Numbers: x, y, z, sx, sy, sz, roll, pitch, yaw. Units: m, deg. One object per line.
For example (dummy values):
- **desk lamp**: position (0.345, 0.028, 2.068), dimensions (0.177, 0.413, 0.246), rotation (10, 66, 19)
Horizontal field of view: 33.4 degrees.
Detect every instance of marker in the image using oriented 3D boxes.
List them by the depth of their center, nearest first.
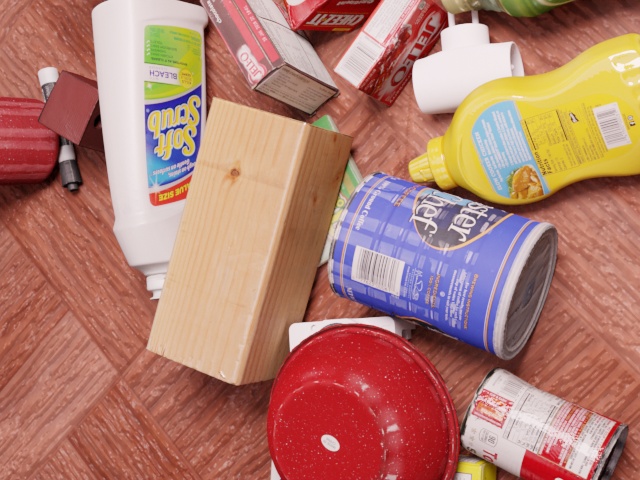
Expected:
- **marker**: position (-0.245, -0.104, 1.004), dimensions (0.020, 0.020, 0.121), rotation (-19, 79, 23)

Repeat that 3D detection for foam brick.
- **foam brick**: position (-0.200, -0.112, 0.952), dimensions (0.051, 0.078, 0.053), rotation (31, 99, 25)

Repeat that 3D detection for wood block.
- **wood block**: position (-0.056, 0.001, 0.853), dimensions (0.091, 0.090, 0.206), rotation (19, 96, 24)

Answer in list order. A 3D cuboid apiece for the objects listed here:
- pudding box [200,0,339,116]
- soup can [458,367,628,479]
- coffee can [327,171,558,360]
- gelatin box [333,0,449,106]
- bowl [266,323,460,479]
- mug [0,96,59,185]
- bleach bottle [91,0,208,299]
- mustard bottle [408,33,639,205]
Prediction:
- **pudding box**: position (-0.039, -0.154, 0.859), dimensions (0.039, 0.113, 0.090), rotation (-35, 72, 19)
- **soup can**: position (0.160, 0.142, 0.769), dimensions (0.102, 0.068, 0.068), rotation (24, 97, 25)
- **coffee can**: position (0.091, 0.017, 0.791), dimensions (0.140, 0.102, 0.103), rotation (19, 95, 25)
- **gelatin box**: position (0.059, -0.154, 0.835), dimensions (0.030, 0.073, 0.089), rotation (41, 103, 21)
- **bowl**: position (0.018, 0.144, 0.782), dimensions (0.162, 0.055, 0.162), rotation (2, 95, 28)
- **mug**: position (-0.303, -0.096, 0.989), dimensions (0.117, 0.081, 0.093), rotation (32, 114, 39)
- **bleach bottle**: position (-0.135, -0.076, 0.908), dimensions (0.068, 0.102, 0.251), rotation (-10, 84, 41)
- **mustard bottle**: position (0.155, -0.076, 0.783), dimensions (0.192, 0.058, 0.096), rotation (-16, 116, 24)
